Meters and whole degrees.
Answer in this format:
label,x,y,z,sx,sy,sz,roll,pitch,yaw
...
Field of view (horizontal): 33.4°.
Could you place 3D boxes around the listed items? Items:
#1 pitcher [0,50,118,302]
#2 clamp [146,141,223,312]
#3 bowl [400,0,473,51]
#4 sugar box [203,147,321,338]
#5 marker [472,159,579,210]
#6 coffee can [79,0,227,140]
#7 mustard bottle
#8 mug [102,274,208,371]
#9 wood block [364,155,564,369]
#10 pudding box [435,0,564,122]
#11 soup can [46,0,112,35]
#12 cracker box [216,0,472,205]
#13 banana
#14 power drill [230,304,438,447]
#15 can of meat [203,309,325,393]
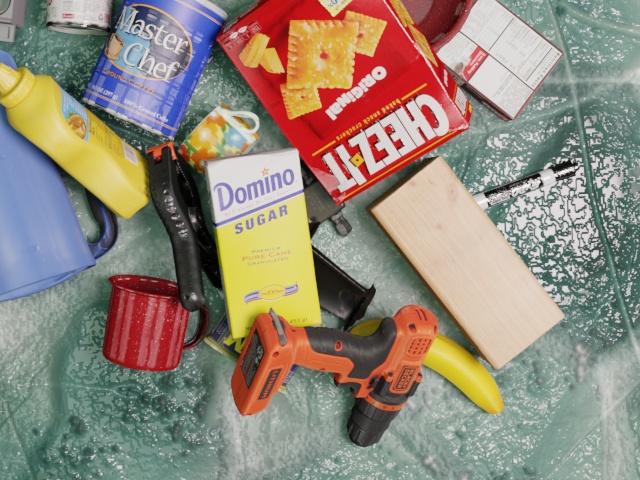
label,x,y,z,sx,sy,sz,roll,pitch,yaw
pitcher,-0.316,-0.065,1.077,0.145,0.149,0.243,-18,90,14
clamp,-0.137,-0.011,1.068,0.039,0.120,0.171,-21,103,9
bowl,0.077,-0.263,1.104,0.162,0.055,0.162,0,93,-2
sugar box,-0.057,0.001,1.055,0.093,0.048,0.176,-10,100,-9
marker,0.217,-0.059,1.136,0.121,0.020,0.020,-20,93,0
coffee can,-0.168,-0.185,1.078,0.103,0.103,0.140,24,92,-3
mustard bottle,-0.246,-0.106,1.040,0.058,0.096,0.191,-37,129,12
mug,-0.169,0.086,1.106,0.117,0.093,0.081,6,99,-38
wood block,0.146,0.021,1.103,0.090,0.091,0.206,-38,93,1
pudding box,0.184,-0.193,1.120,0.113,0.039,0.090,38,91,-5
soup can,-0.244,-0.265,1.089,0.068,0.068,0.102,4,93,-2
cracker box,0.025,-0.164,1.055,0.164,0.072,0.213,-30,106,22
banana,0.110,0.126,1.137,0.198,0.037,0.070,18,116,0
power drill,0.009,0.138,1.069,0.187,0.057,0.185,4,125,-26
can of meat,-0.057,0.096,1.119,0.102,0.057,0.084,34,89,-4
